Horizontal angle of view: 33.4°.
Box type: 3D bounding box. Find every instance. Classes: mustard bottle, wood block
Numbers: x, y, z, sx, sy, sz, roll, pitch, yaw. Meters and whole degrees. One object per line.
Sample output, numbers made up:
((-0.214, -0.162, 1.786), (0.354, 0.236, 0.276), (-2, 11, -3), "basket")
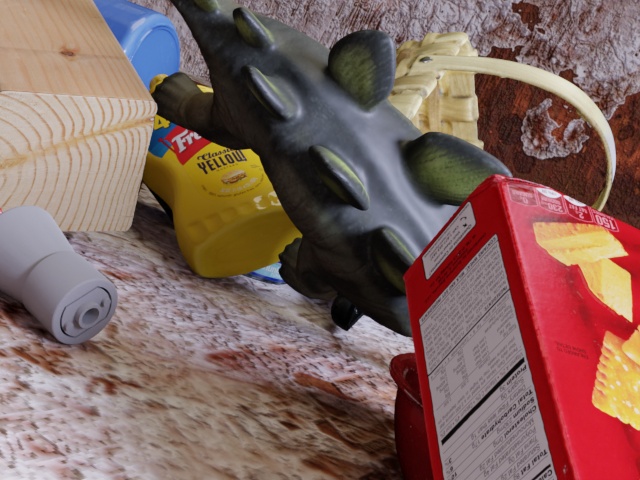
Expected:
((-0.082, -0.060, 0.771), (0.096, 0.058, 0.192), (-21, 50, -17), "mustard bottle")
((-0.181, -0.100, 0.658), (0.090, 0.090, 0.206), (0, 35, -29), "wood block")
